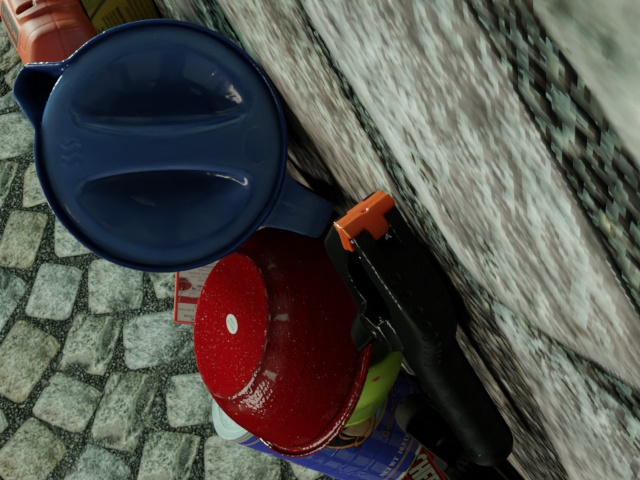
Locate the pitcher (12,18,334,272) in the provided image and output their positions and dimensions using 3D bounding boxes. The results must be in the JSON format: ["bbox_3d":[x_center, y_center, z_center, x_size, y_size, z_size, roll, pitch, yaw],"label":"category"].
[{"bbox_3d":[-0.091,-0.062,0.671,0.243,0.145,0.149,-132,21,-77],"label":"pitcher"}]

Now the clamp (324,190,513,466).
[{"bbox_3d":[0.036,0.034,0.538,0.120,0.039,0.171,30,153,45],"label":"clamp"}]

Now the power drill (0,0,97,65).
[{"bbox_3d":[-0.184,-0.199,0.670,0.188,0.057,0.184,89,158,-47],"label":"power drill"}]

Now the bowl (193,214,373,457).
[{"bbox_3d":[-0.035,0.056,0.679,0.055,0.162,0.162,8,-154,-35],"label":"bowl"}]

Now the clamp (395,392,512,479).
[{"bbox_3d":[0.092,0.141,0.719,0.164,0.036,0.210,46,178,-13],"label":"clamp"}]

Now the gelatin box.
[{"bbox_3d":[-0.067,0.019,0.773,0.030,0.073,0.089,-72,-13,-77],"label":"gelatin box"}]

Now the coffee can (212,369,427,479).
[{"bbox_3d":[0.000,0.130,0.844,0.140,0.103,0.103,25,-171,-27],"label":"coffee can"}]
